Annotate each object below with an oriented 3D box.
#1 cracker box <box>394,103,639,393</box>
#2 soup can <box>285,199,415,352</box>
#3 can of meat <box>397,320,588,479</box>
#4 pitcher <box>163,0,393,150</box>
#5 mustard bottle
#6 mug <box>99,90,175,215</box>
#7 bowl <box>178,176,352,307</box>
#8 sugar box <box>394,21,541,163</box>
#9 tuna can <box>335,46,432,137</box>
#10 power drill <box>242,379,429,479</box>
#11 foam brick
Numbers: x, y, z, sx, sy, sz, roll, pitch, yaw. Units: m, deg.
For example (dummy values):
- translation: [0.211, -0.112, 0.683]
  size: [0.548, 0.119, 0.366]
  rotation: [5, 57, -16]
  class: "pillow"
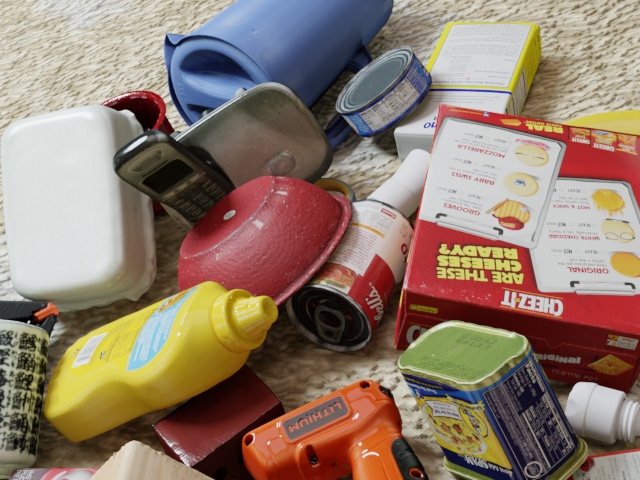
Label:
- translation: [0.149, -0.002, 0.773]
  size: [0.164, 0.072, 0.213]
  rotation: [10, 44, 6]
  class: "cracker box"
- translation: [0.026, 0.025, 0.806]
  size: [0.069, 0.068, 0.102]
  rotation: [8, 44, 26]
  class: "soup can"
- translation: [0.101, 0.101, 0.653]
  size: [0.057, 0.084, 0.102]
  rotation: [-36, 18, -22]
  class: "can of meat"
- translation: [-0.021, -0.189, 1.038]
  size: [0.145, 0.149, 0.242]
  rotation: [0, 36, 41]
  class: "pitcher"
- translation: [-0.104, 0.076, 0.736]
  size: [0.192, 0.058, 0.096]
  rotation: [-25, 24, 35]
  class: "mustard bottle"
- translation: [-0.173, -0.067, 0.961]
  size: [0.093, 0.081, 0.117]
  rotation: [23, 62, 40]
  class: "mug"
- translation: [-0.055, 0.001, 0.817]
  size: [0.162, 0.055, 0.162]
  rotation: [-34, 21, 15]
  class: "bowl"
- translation: [0.138, -0.134, 0.975]
  size: [0.093, 0.048, 0.176]
  rotation: [6, 48, 24]
  class: "sugar box"
- translation: [0.057, -0.133, 0.955]
  size: [0.086, 0.033, 0.086]
  rotation: [-35, 24, 18]
  class: "tuna can"
- translation: [0.017, 0.182, 0.638]
  size: [0.184, 0.057, 0.188]
  rotation: [-23, 42, -9]
  class: "power drill"
- translation: [-0.063, 0.133, 0.722]
  size: [0.078, 0.053, 0.051]
  rotation: [-35, 43, -20]
  class: "foam brick"
